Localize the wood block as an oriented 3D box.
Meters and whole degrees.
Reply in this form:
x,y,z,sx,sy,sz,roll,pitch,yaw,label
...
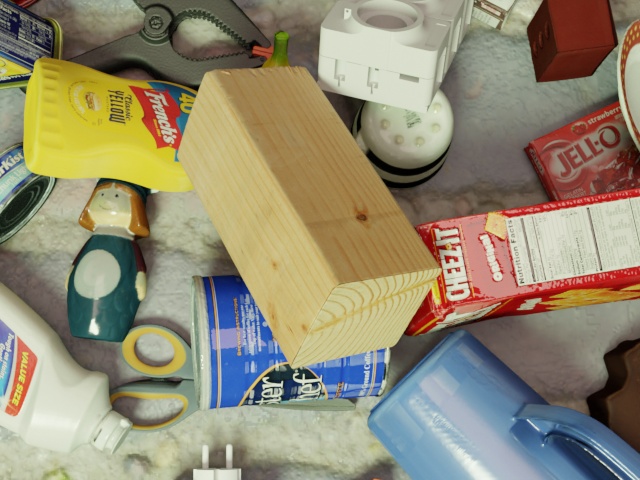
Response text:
x,y,z,sx,sy,sz,roll,pitch,yaw,label
-0.015,-0.024,0.763,0.090,0.090,0.206,-8,52,-33,wood block

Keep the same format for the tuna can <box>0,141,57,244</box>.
x,y,z,sx,sy,sz,roll,pitch,yaw,label
-0.249,-0.035,0.847,0.034,0.086,0.086,40,82,3,tuna can

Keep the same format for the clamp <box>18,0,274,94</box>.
x,y,z,sx,sy,sz,roll,pitch,yaw,label
-0.140,-0.190,0.898,0.210,0.036,0.164,7,88,-1,clamp

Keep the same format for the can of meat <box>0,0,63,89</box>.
x,y,z,sx,sy,sz,roll,pitch,yaw,label
-0.272,-0.159,0.850,0.102,0.083,0.057,-3,80,23,can of meat

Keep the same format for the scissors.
x,y,z,sx,sy,sz,roll,pitch,yaw,label
-0.078,0.106,0.866,0.201,0.016,0.096,-9,81,-4,scissors

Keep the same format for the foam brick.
x,y,z,sx,sy,sz,roll,pitch,yaw,label
0.208,-0.170,0.889,0.051,0.078,0.053,-9,79,-3,foam brick

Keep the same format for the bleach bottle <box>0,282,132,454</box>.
x,y,z,sx,sy,sz,roll,pitch,yaw,label
-0.254,0.080,0.834,0.251,0.068,0.102,32,86,5,bleach bottle

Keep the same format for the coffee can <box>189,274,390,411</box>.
x,y,z,sx,sy,sz,roll,pitch,yaw,label
-0.027,0.074,0.820,0.140,0.103,0.103,-3,81,-10,coffee can

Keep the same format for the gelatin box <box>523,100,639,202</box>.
x,y,z,sx,sy,sz,roll,pitch,yaw,label
0.227,-0.066,0.897,0.089,0.030,0.073,-24,82,-6,gelatin box

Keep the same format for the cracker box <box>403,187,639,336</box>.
x,y,z,sx,sy,sz,roll,pitch,yaw,label
0.170,0.019,0.814,0.213,0.164,0.072,-10,79,-4,cracker box

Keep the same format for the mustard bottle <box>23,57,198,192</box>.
x,y,z,sx,sy,sz,roll,pitch,yaw,label
-0.136,-0.086,0.854,0.191,0.058,0.096,8,53,-25,mustard bottle

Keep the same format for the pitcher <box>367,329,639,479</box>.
x,y,z,sx,sy,sz,roll,pitch,yaw,label
0.157,0.180,0.793,0.149,0.145,0.243,-45,81,5,pitcher
